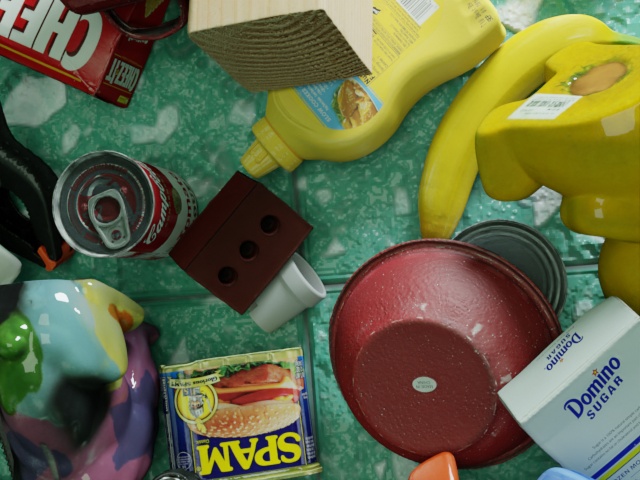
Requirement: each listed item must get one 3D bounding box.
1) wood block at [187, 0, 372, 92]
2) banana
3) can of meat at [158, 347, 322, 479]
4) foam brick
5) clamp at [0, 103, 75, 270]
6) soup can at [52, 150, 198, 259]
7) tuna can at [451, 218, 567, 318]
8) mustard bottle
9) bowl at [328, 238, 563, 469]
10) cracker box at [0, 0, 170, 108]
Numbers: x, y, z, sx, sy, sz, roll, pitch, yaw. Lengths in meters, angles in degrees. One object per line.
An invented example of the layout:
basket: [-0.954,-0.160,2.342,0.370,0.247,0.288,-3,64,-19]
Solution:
wood block: [-0.021,-0.211,0.679,0.090,0.090,0.206,-5,72,22]
banana: [0.123,-0.084,0.707,0.198,0.037,0.069,-45,81,6]
can of meat: [-0.055,0.119,0.712,0.102,0.057,0.084,-6,83,-15]
foam brick: [-0.055,0.001,0.716,0.053,0.051,0.078,40,88,-25]
clamp: [-0.229,-0.059,0.749,0.171,0.039,0.120,45,131,-4]
soup can: [-0.128,-0.021,0.718,0.068,0.102,0.068,0,88,10]
tuna can: [0.119,0.029,0.706,0.086,0.033,0.086,0,88,10]
mustard bottle: [0.023,-0.110,0.714,0.192,0.058,0.096,-40,68,7]
bowl: [0.072,0.083,0.675,0.162,0.055,0.162,6,108,20]
cracker box: [-0.176,-0.225,0.749,0.164,0.072,0.214,24,93,10]
